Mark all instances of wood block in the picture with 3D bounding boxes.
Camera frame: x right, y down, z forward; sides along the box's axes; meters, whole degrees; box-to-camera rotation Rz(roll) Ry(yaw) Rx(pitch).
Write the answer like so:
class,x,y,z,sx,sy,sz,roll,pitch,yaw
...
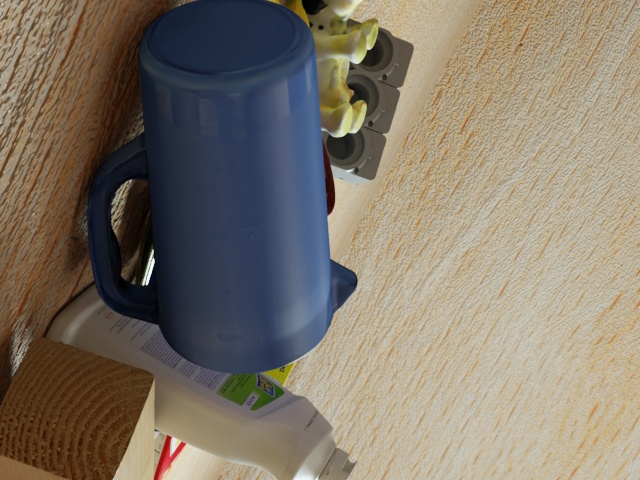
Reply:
class,x,y,z,sx,sy,sz,roll,pitch,yaw
wood block,-0.178,0.165,0.790,0.206,0.091,0.090,104,5,-58

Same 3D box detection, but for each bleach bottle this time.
class,x,y,z,sx,sy,sz,roll,pitch,yaw
bleach bottle,-0.089,0.125,0.835,0.068,0.251,0.102,-63,173,29

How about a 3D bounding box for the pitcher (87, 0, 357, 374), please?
class,x,y,z,sx,sy,sz,roll,pitch,yaw
pitcher,-0.067,-0.034,0.719,0.149,0.145,0.243,-39,144,-34
